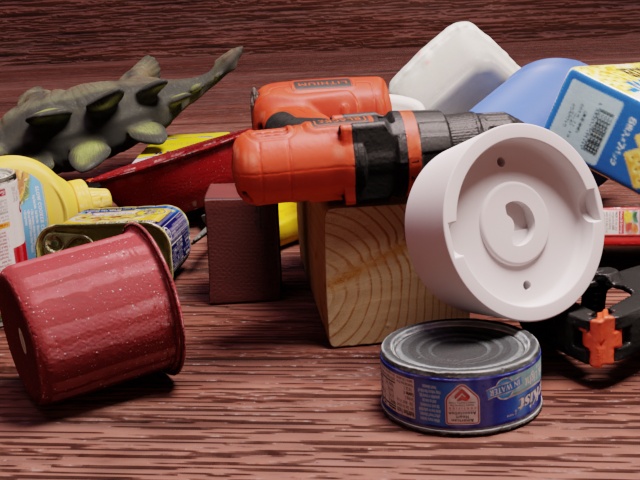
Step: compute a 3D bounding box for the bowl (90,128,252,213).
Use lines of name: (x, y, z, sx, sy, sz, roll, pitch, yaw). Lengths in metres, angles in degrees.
bowl: (-0.133, -0.057, 1.015, 0.162, 0.055, 0.162, -17, 8, 2)

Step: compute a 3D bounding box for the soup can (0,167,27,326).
soup can: (-0.242, 0.005, 0.753, 0.068, 0.102, 0.068, -3, 14, 1)

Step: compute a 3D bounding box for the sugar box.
sugar box: (-0.151, -0.084, 1.183, 0.093, 0.048, 0.176, -4, 13, 1)

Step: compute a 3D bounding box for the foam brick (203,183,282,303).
foam brick: (-0.055, 0.001, 0.774, 0.053, 0.078, 0.051, -1, 14, -1)

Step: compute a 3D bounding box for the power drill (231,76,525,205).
power drill: (0.029, -0.071, 0.709, 0.184, 0.057, 0.188, -4, 15, -7)

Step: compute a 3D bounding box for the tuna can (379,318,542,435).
tuna can: (0.074, 0.070, 0.565, 0.086, 0.034, 0.086, -3, 15, 1)

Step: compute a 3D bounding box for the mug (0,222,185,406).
mug: (-0.137, 0.048, 0.617, 0.081, 0.093, 0.117, -16, -12, -26)

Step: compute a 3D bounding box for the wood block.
wood block: (0.036, -0.005, 0.751, 0.090, 0.090, 0.206, -4, 14, -5)

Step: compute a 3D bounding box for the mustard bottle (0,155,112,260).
mustard bottle: (-0.260, -0.018, 0.853, 0.191, 0.096, 0.058, -12, 15, -28)

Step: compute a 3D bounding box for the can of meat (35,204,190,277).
can of meat: (-0.155, 0.006, 0.818, 0.102, 0.057, 0.084, -2, 13, 5)

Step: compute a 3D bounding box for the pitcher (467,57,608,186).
pitcher: (0.164, -0.065, 0.911, 0.145, 0.149, 0.242, 20, 26, 22)
